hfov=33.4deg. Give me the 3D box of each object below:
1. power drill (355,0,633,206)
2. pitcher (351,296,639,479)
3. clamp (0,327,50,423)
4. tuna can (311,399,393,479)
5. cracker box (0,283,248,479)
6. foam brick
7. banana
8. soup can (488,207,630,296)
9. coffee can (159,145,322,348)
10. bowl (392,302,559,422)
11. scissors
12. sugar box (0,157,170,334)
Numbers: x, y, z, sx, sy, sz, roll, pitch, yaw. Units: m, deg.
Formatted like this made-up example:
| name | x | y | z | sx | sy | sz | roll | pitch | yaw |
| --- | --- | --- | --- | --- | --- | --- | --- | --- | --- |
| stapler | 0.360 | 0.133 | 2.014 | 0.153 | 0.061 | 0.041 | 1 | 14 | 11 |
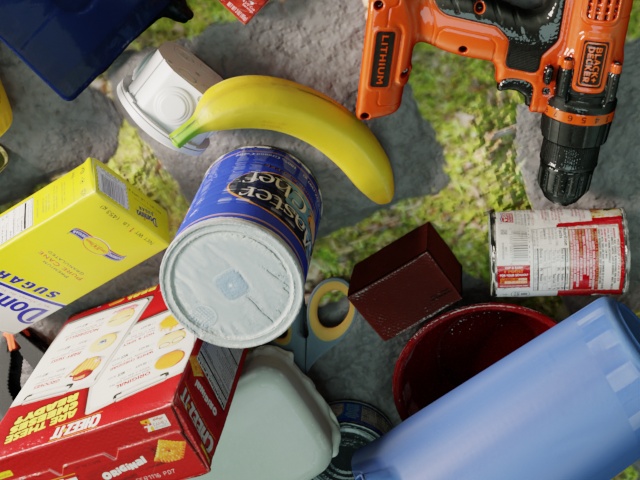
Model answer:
| name | x | y | z | sx | sy | sz | roll | pitch | yaw |
| --- | --- | --- | --- | --- | --- | --- | --- | --- | --- |
| power drill | 0.122 | -0.117 | 0.774 | 0.187 | 0.057 | 0.184 | 6 | 117 | 2 |
| pitcher | 0.158 | 0.155 | 0.813 | 0.243 | 0.149 | 0.145 | -39 | 91 | 19 |
| clamp | -0.251 | 0.163 | 0.931 | 0.120 | 0.039 | 0.171 | -26 | 83 | 3 |
| tuna can | 0.024 | 0.186 | 0.950 | 0.086 | 0.033 | 0.086 | 3 | 117 | 5 |
| cracker box | -0.147 | 0.113 | 0.832 | 0.164 | 0.213 | 0.072 | -20 | 113 | 16 |
| foam brick | 0.069 | 0.034 | 0.857 | 0.078 | 0.051 | 0.053 | -31 | 110 | 20 |
| banana | -0.013 | -0.079 | 0.786 | 0.197 | 0.037 | 0.070 | 15 | 122 | -32 |
| soup can | 0.182 | 0.010 | 0.822 | 0.102 | 0.068 | 0.068 | -2 | 117 | 8 |
| coffee can | -0.055 | 0.001 | 0.805 | 0.103 | 0.140 | 0.103 | 3 | 117 | 5 |
| bowl | 0.141 | 0.110 | 0.885 | 0.162 | 0.055 | 0.162 | 3 | 117 | 5 |
| scissors | -0.004 | 0.113 | 0.907 | 0.096 | 0.016 | 0.202 | -11 | 105 | 5 |
| sugar box | -0.219 | 0.009 | 0.865 | 0.176 | 0.048 | 0.093 | -31 | 137 | 18 |
